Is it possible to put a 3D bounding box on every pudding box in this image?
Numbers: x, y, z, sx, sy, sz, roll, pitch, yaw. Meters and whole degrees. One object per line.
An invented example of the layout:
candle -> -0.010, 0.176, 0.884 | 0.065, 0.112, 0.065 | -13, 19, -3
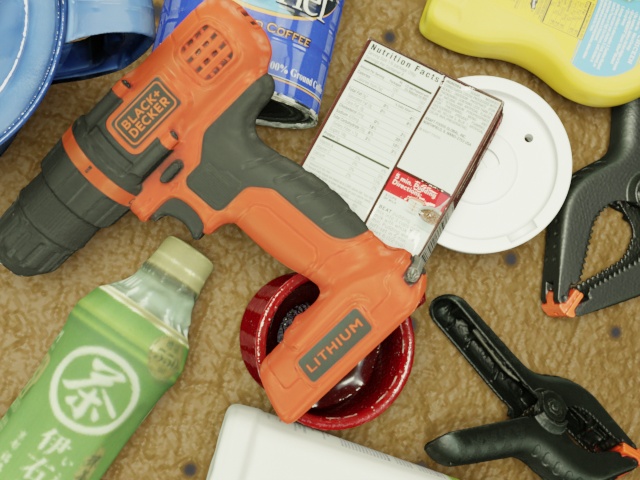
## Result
pudding box -> 0.042, -0.049, 0.621 | 0.090, 0.039, 0.113 | 28, 84, 11

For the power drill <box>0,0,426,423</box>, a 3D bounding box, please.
power drill -> -0.054, 0.001, 0.543 | 0.184, 0.057, 0.187 | -43, 93, 15

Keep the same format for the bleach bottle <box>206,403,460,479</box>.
bleach bottle -> 0.059, 0.159, 0.615 | 0.250, 0.102, 0.068 | 16, 85, -3

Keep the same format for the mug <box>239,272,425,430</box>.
mug -> 0.008, 0.054, 0.633 | 0.117, 0.082, 0.093 | -31, 97, -14

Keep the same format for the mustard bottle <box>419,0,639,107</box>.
mustard bottle -> 0.166, -0.138, 0.673 | 0.191, 0.058, 0.096 | 23, 78, -2

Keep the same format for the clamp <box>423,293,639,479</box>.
clamp -> 0.132, 0.103, 0.680 | 0.171, 0.039, 0.120 | 23, 52, -28

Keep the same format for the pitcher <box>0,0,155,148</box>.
pitcher -> -0.181, -0.085, 0.498 | 0.149, 0.243, 0.145 | 40, 79, -12

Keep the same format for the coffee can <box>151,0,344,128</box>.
coffee can -> -0.036, -0.146, 0.612 | 0.102, 0.103, 0.140 | 14, 86, -15
